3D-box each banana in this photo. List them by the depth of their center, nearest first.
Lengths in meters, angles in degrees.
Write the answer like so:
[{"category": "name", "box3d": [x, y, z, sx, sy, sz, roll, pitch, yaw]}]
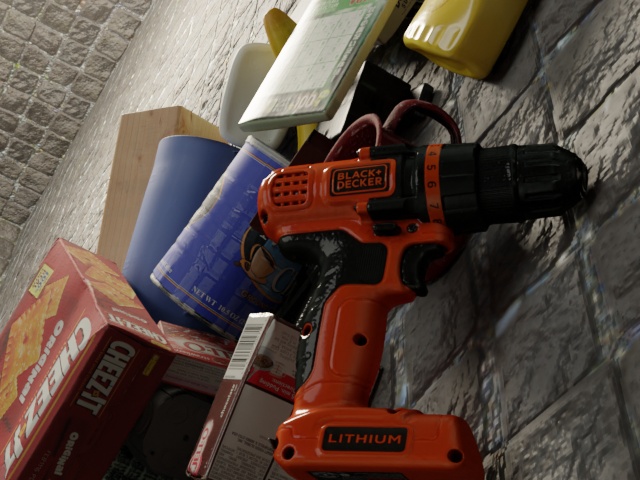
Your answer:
[{"category": "banana", "box3d": [-0.016, -0.102, 0.928, 0.037, 0.069, 0.198, -2, 87, 62]}]

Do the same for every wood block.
[{"category": "wood block", "box3d": [-0.171, -0.028, 1.142, 0.090, 0.090, 0.206, -3, 73, 34]}]

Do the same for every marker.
[{"category": "marker", "box3d": [0.091, -0.189, 0.882, 0.020, 0.020, 0.121, -61, 19, 6]}]

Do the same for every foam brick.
[{"category": "foam brick", "box3d": [-0.007, -0.033, 0.775, 0.078, 0.053, 0.051, -56, 4, 18]}]

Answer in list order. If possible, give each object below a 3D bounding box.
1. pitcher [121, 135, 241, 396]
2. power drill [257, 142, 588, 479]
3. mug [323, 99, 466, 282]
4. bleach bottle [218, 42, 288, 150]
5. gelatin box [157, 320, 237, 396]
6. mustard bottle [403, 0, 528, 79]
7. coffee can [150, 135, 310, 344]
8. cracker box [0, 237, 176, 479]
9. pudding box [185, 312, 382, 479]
[{"category": "pitcher", "box3d": [-0.120, 0.031, 0.995, 0.149, 0.145, 0.242, 56, -132, -65]}, {"category": "power drill", "box3d": [0.050, 0.035, 0.565, 0.185, 0.057, 0.187, -6, 62, 20]}, {"category": "mug", "box3d": [0.051, -0.033, 0.689, 0.117, 0.081, 0.093, -64, 19, -2]}, {"category": "bleach bottle", "box3d": [-0.060, -0.144, 1.096, 0.251, 0.068, 0.102, -104, 31, -83]}, {"category": "gelatin box", "box3d": [-0.092, 0.101, 0.878, 0.073, 0.089, 0.030, -132, 62, -69]}, {"category": "mustard bottle", "box3d": [0.131, -0.210, 0.746, 0.192, 0.058, 0.096, -61, 19, 6]}, {"category": "coffee can", "box3d": [-0.056, 0.001, 0.862, 0.140, 0.102, 0.103, -55, 19, 0]}, {"category": "cracker box", "box3d": [-0.214, 0.109, 0.890, 0.164, 0.072, 0.214, -59, 28, 5]}, {"category": "pudding box", "box3d": [-0.021, 0.114, 0.677, 0.039, 0.090, 0.113, -9, 55, 64]}]
